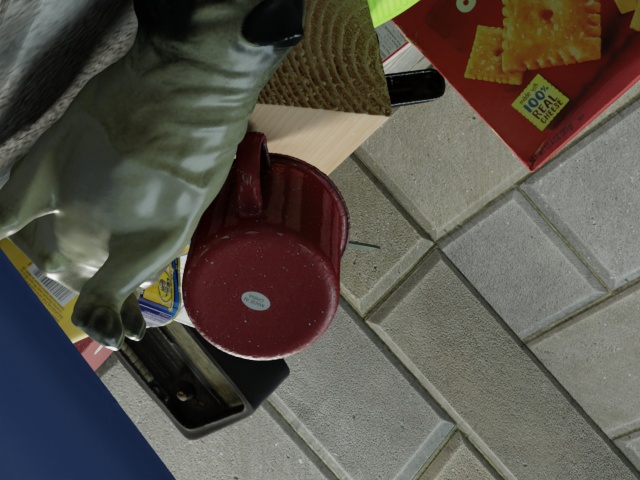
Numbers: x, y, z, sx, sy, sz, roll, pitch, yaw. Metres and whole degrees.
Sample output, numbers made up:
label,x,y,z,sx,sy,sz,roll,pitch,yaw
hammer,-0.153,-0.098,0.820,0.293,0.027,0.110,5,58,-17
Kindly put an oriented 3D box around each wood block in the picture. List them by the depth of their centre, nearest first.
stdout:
label,x,y,z,sx,sy,sz,roll,pitch,yaw
wood block,-0.052,-0.070,0.657,0.090,0.090,0.206,0,158,-29

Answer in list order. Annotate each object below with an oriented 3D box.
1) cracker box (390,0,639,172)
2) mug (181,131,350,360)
label,x,y,z,sx,sy,sz,roll,pitch,yaw
cracker box,0.138,-0.180,0.748,0.164,0.214,0.072,-42,179,11
mug,-0.031,0.000,0.569,0.093,0.117,0.081,-2,-152,2
